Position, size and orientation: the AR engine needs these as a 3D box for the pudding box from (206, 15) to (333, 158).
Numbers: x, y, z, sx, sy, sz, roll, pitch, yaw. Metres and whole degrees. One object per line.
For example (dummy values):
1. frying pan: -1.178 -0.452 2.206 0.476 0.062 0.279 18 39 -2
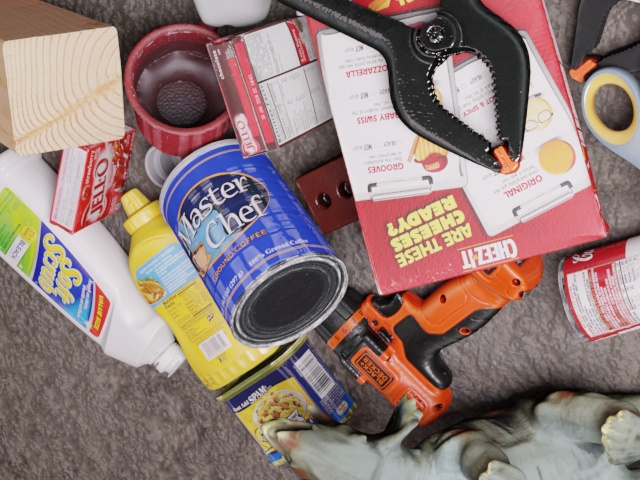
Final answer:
1. pudding box: -0.033 -0.122 0.824 0.039 0.113 0.090 -9 105 33

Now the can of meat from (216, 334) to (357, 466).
1. can of meat: -0.029 0.144 0.961 0.102 0.057 0.084 -36 93 33

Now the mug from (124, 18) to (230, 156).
1. mug: -0.108 -0.128 0.870 0.093 0.081 0.117 16 75 -4

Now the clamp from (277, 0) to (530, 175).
1. clamp: 0.083 -0.142 0.703 0.165 0.036 0.210 -37 83 13

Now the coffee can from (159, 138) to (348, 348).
1. coffee can: -0.056 0.001 0.858 0.140 0.102 0.103 55 128 35

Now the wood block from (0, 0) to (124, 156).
1. wood block: -0.246 -0.142 0.881 0.206 0.090 0.090 29 126 51

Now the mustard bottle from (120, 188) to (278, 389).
1. mustard bottle: -0.118 0.035 0.961 0.096 0.058 0.191 -35 92 34

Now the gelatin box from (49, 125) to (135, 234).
1. gelatin box: -0.204 -0.057 0.959 0.030 0.073 0.089 26 119 16

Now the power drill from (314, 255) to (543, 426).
1. power drill: 0.073 0.039 0.870 0.184 0.057 0.188 44 124 5

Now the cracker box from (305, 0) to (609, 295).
1. cracker box: 0.097 -0.085 0.760 0.164 0.072 0.214 -16 89 19

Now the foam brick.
1. foam brick: 0.030 -0.047 0.858 0.078 0.051 0.053 -25 96 32

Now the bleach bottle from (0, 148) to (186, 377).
1. bleach bottle: -0.220 0.028 1.009 0.251 0.068 0.103 43 123 3
